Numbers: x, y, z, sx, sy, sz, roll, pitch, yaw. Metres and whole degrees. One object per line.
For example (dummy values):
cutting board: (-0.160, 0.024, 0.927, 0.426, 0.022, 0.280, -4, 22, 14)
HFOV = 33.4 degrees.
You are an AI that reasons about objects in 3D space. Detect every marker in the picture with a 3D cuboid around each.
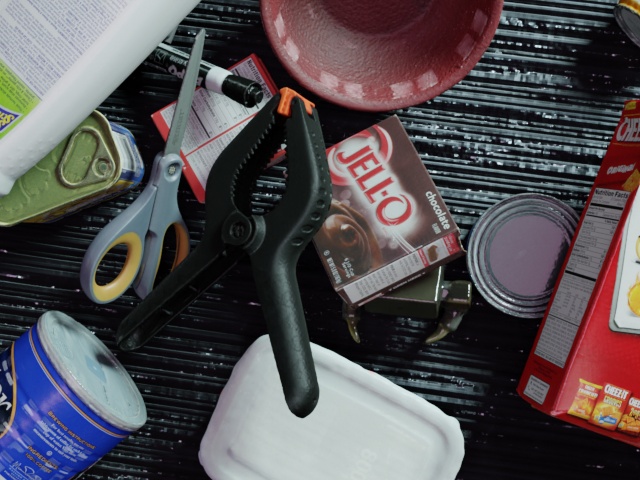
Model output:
marker: (-0.087, -0.118, 0.742, 0.121, 0.020, 0.020, 26, 93, 30)

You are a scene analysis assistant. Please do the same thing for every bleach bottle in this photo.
bleach bottle: (-0.187, -0.111, 0.677, 0.251, 0.068, 0.102, -45, 77, -1)

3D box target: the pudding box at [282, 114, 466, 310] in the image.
pudding box: (0.036, -0.020, 0.725, 0.090, 0.039, 0.113, -27, 56, 5)

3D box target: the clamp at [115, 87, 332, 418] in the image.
clamp: (-0.055, 0.001, 0.714, 0.165, 0.036, 0.210, 7, 81, 30)

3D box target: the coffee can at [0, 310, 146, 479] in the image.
coffee can: (-0.206, 0.132, 0.738, 0.140, 0.103, 0.103, -40, 88, 4)

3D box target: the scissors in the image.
scissors: (-0.118, -0.038, 0.713, 0.016, 0.096, 0.202, 31, 128, 35)

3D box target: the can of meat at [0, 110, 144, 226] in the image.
can of meat: (-0.179, -0.048, 0.743, 0.102, 0.084, 0.057, -21, 89, 4)

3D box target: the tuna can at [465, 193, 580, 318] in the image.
tuna can: (0.144, 0.010, 0.744, 0.086, 0.033, 0.086, 0, 91, 4)

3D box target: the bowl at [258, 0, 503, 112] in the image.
bowl: (0.040, -0.171, 0.721, 0.162, 0.055, 0.162, 0, 120, -1)

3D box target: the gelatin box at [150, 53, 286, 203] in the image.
gelatin box: (-0.064, -0.079, 0.761, 0.089, 0.030, 0.073, -30, 87, 4)
